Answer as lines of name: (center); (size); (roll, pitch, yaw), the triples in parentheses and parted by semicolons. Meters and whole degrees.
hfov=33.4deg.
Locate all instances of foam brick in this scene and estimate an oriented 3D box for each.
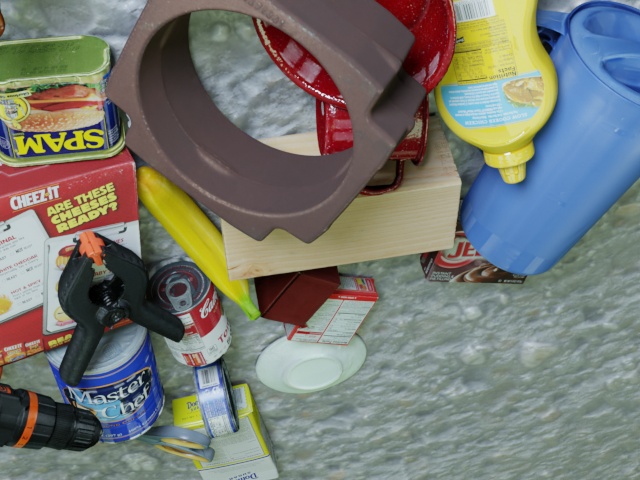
foam brick: (-0.024, 0.040, 1.065); (0.051, 0.053, 0.078); (15, 134, -30)

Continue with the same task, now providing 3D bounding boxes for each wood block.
wood block: (0.012, -0.039, 0.951); (0.206, 0.090, 0.091); (-8, 141, -5)

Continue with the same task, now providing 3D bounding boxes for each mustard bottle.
mustard bottle: (0.134, -0.132, 0.836); (0.096, 0.058, 0.191); (-7, 118, 21)

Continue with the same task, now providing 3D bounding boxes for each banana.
banana: (-0.114, -0.008, 0.972); (0.037, 0.070, 0.197); (-44, 127, -9)

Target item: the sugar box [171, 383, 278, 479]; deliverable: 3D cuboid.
sugar box: (-0.112, 0.240, 1.287); (0.093, 0.048, 0.176); (-12, 144, 1)

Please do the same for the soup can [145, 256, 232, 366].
soup can: (-0.130, 0.073, 1.061); (0.068, 0.068, 0.102); (-14, 141, 1)

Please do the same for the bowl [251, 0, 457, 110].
bowl: (0.030, -0.176, 0.786); (0.162, 0.055, 0.162); (16, 134, 17)

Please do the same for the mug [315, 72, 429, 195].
mug: (0.040, -0.095, 0.880); (0.081, 0.093, 0.117); (-2, 96, -6)

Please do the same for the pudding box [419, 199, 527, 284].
pudding box: (0.167, 0.002, 1.083); (0.113, 0.039, 0.090); (1, 139, -17)

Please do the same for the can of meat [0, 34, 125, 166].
can of meat: (-0.207, -0.110, 0.830); (0.102, 0.057, 0.084); (-6, 138, -8)

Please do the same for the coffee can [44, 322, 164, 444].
coffee can: (-0.216, 0.126, 1.074); (0.102, 0.103, 0.140); (-9, 141, -6)

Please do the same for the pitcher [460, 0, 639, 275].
pitcher: (0.210, -0.084, 0.936); (0.144, 0.149, 0.243); (-11, 148, -32)

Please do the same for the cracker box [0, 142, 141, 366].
cracker box: (-0.242, 0.007, 0.926); (0.164, 0.072, 0.214); (-18, 143, -19)

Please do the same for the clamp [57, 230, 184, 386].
clamp: (-0.176, 0.056, 0.938); (0.120, 0.039, 0.172); (-22, 144, -27)

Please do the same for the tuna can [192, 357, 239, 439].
tuna can: (-0.114, 0.172, 1.172); (0.033, 0.086, 0.086); (-14, 141, -2)

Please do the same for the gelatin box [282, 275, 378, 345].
gelatin box: (0.010, 0.074, 1.133); (0.073, 0.030, 0.089); (6, 137, -24)

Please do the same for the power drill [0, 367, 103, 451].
power drill: (-0.316, 0.145, 1.015); (0.184, 0.188, 0.057); (21, 87, -33)

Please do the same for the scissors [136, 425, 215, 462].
scissors: (-0.208, 0.209, 1.188); (0.201, 0.016, 0.096); (21, 153, -15)
